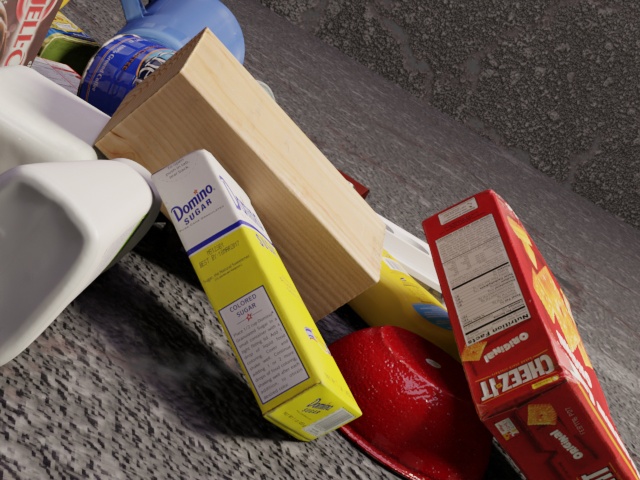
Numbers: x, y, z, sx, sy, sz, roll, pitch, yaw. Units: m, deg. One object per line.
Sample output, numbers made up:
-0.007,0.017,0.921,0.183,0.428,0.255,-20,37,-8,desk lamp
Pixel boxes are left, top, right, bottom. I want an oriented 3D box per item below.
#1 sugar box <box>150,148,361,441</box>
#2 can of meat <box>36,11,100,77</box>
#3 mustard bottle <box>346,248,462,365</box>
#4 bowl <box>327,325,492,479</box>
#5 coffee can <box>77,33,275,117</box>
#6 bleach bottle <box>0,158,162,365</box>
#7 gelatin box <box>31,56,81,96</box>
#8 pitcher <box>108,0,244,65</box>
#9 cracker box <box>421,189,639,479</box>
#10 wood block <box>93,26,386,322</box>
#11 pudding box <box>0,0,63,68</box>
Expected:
-0.040,0.033,0.662,0.176,0.048,0.093,64,5,25,sugar box
-0.274,-0.197,1.046,0.084,0.057,0.102,39,15,16,can of meat
0.087,0.077,0.909,0.192,0.058,0.096,43,12,36,mustard bottle
0.067,0.110,0.765,0.162,0.055,0.162,31,14,-9,bowl
-0.124,-0.109,0.920,0.140,0.103,0.102,24,10,24,coffee can
-0.147,-0.001,0.626,0.068,0.102,0.251,43,5,-3,bleach bottle
-0.238,-0.133,0.965,0.089,0.030,0.073,40,17,27,gelatin box
-0.164,-0.193,1.115,0.149,0.145,0.242,23,18,-5,pitcher
0.158,0.086,0.797,0.164,0.072,0.214,51,17,-35,cracker box
-0.053,-0.040,0.785,0.206,0.091,0.090,46,26,-19,wood block
-0.264,-0.175,0.877,0.039,0.113,0.090,36,15,12,pudding box
